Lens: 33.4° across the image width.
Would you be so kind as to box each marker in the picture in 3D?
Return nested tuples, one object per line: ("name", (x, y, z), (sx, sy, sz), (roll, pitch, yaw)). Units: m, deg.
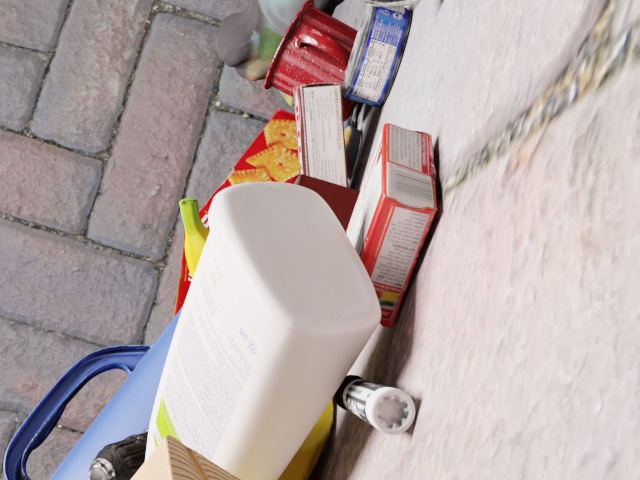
("marker", (0.023, 0.075, 0.496), (0.121, 0.020, 0.020), (147, 139, -82))

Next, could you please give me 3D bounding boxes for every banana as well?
("banana", (-0.058, 0.019, 0.792), (0.197, 0.037, 0.069), (32, -117, -75))

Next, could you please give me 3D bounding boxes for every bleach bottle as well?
("bleach bottle", (-0.055, 0.091, 0.580), (0.103, 0.067, 0.251), (61, 139, 34))

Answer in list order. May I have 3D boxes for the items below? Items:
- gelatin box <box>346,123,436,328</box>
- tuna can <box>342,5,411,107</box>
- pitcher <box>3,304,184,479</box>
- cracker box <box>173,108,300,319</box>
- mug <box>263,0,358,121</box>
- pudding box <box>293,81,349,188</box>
("gelatin box", (0.036, -0.010, 0.560), (0.089, 0.030, 0.073), (-83, 10, -60))
("tuna can", (0.046, -0.154, 0.876), (0.086, 0.033, 0.086), (-165, 91, -85))
("pitcher", (-0.122, 0.148, 0.850), (0.145, 0.149, 0.242), (6, 55, 45))
("cracker box", (-0.072, -0.009, 1.106), (0.164, 0.072, 0.213), (103, -166, -46))
("mug", (0.006, -0.163, 0.969), (0.093, 0.081, 0.117), (-61, -2, -8))
("pudding box", (0.000, -0.076, 0.897), (0.090, 0.039, 0.113), (-118, 22, -82))
